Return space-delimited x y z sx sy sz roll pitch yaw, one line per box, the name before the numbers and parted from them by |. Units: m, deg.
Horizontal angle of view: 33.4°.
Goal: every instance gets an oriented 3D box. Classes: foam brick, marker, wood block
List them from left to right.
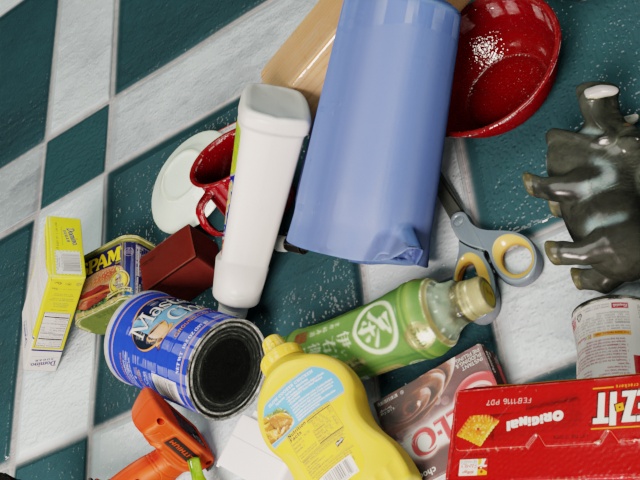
foam brick | -0.154 0.030 1.184 0.078 0.051 0.053 -34 45 19
marker | -0.057 0.001 1.143 0.121 0.020 0.020 5 67 43
wood block | 0.040 -0.206 1.077 0.206 0.090 0.091 -47 30 21

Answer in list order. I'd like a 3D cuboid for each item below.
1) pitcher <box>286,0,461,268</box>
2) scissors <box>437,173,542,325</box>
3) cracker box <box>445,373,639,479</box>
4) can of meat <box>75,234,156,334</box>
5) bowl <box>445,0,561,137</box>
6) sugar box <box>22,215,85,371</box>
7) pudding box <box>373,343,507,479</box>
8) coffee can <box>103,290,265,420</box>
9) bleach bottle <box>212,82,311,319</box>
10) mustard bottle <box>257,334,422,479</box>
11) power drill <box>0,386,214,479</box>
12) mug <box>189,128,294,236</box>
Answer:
pitcher | 0.048 -0.102 0.980 0.149 0.145 0.243 11 95 12
scissors | 0.148 -0.018 0.980 0.096 0.016 0.202 -26 51 28
cracker box | 0.205 0.152 0.679 0.164 0.213 0.072 -12 56 35
can of meat | -0.238 0.054 1.238 0.102 0.057 0.084 -24 53 28
bowl | 0.167 -0.157 1.026 0.162 0.055 0.162 -21 52 29
sugar box | -0.312 0.065 1.243 0.176 0.048 0.093 115 151 -43
pudding box | 0.108 0.153 0.889 0.114 0.039 0.090 -34 48 20
coffee can | -0.137 0.114 1.078 0.141 0.102 0.103 13 73 44
bleach bottle | -0.067 -0.022 1.056 0.102 0.068 0.251 -97 18 -63
mustard bottle | -0.001 0.153 0.896 0.096 0.058 0.192 -41 54 10
power drill | -0.211 0.228 1.024 0.187 0.184 0.057 -40 44 0
mug | -0.087 -0.054 1.142 0.093 0.081 0.117 8 53 47
